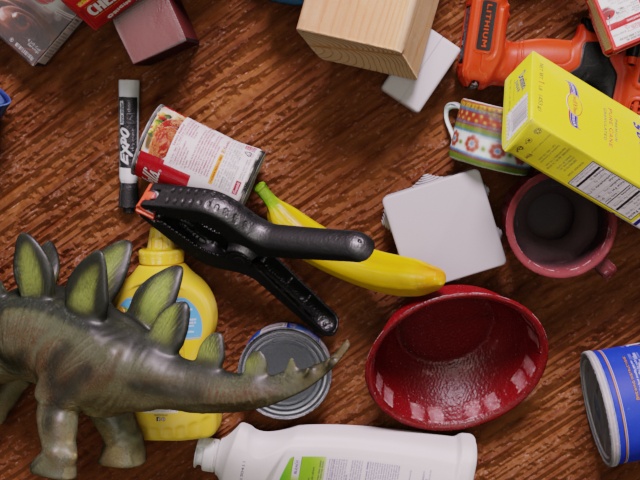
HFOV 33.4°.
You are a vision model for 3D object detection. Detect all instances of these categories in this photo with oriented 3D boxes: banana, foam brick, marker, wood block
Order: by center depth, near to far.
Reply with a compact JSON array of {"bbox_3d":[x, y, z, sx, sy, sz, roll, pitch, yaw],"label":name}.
[{"bbox_3d":[0.058,-0.250,0.877,0.091,0.090,0.206,15,88,16],"label":"wood block"},{"bbox_3d":[-0.143,-0.185,0.925,0.053,0.078,0.051,-23,98,5],"label":"foam brick"},{"bbox_3d":[0.023,0.012,0.934,0.198,0.069,0.037,25,73,25],"label":"banana"},{"bbox_3d":[-0.174,-0.085,0.968,0.020,0.020,0.121,2,97,2],"label":"marker"}]

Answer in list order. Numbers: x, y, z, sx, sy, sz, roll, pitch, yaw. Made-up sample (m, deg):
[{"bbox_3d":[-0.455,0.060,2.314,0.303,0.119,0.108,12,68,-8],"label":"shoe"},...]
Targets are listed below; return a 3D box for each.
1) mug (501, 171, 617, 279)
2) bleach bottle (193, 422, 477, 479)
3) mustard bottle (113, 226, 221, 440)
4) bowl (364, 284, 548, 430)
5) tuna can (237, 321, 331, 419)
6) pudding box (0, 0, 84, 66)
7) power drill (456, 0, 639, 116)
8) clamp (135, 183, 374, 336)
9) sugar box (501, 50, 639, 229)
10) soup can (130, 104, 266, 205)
[{"bbox_3d":[0.212,-0.011,0.932,0.117,0.081,0.093,41,97,-3],"label":"mug"},{"bbox_3d":[0.010,0.208,0.978,0.251,0.068,0.102,10,100,3],"label":"bleach bottle"},{"bbox_3d":[-0.141,0.082,0.969,0.096,0.058,0.191,0,98,9],"label":"mustard bottle"},{"bbox_3d":[0.116,0.093,0.944,0.162,0.055,0.162,-3,127,-5],"label":"bowl"},{"bbox_3d":[-0.032,0.119,0.982,0.086,0.033,0.086,0,97,2],"label":"tuna can"},{"bbox_3d":[-0.262,-0.223,0.943,0.113,0.039,0.090,42,96,-4],"label":"pudding box"},{"bbox_3d":[0.219,-0.187,0.921,0.187,0.057,0.184,9,97,1],"label":"power drill"},{"bbox_3d":[-0.056,0.001,0.913,0.210,0.165,0.036,28,58,-3],"label":"clamp"},{"bbox_3d":[0.232,-0.074,0.872,0.176,0.093,0.048,25,136,-14],"label":"sugar box"},{"bbox_3d":[-0.107,-0.069,0.943,0.102,0.068,0.068,24,97,-2],"label":"soup can"}]
